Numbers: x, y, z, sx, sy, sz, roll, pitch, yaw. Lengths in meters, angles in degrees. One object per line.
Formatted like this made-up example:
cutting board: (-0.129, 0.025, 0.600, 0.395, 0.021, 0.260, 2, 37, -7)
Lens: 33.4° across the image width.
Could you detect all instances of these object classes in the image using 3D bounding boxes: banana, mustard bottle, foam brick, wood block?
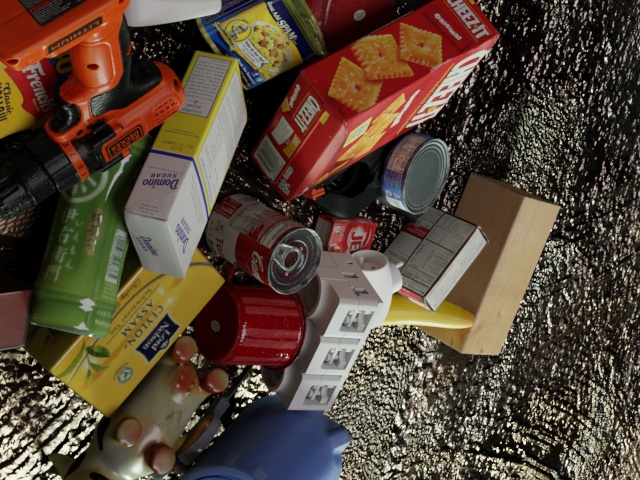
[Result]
banana: (0.087, 0.090, 1.255, 0.197, 0.070, 0.037, -5, 131, -30)
mustard bottle: (-0.230, -0.127, 0.819, 0.191, 0.058, 0.096, -30, 141, -33)
foam brick: (-0.276, 0.051, 0.860, 0.052, 0.078, 0.051, -6, 114, -45)
wood block: (0.207, 0.031, 1.338, 0.090, 0.091, 0.206, 9, 104, -48)

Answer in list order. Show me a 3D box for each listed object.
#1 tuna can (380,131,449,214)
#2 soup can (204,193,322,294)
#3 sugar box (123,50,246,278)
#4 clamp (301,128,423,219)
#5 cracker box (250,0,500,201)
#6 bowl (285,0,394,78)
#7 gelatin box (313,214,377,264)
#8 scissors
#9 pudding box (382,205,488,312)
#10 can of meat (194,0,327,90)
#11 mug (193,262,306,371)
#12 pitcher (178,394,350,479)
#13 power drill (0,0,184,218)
tuna can: (0.103, -0.074, 1.161, 0.085, 0.034, 0.086, -31, 132, -41)
soup can: (-0.057, 0.001, 1.038, 0.068, 0.102, 0.068, -24, 127, -36)
sugar box: (-0.113, -0.066, 0.916, 0.093, 0.048, 0.176, 85, 23, -57)
clamp: (0.056, -0.070, 1.166, 0.209, 0.036, 0.164, -28, 129, -38)
cracker box: (0.052, -0.139, 1.033, 0.213, 0.072, 0.164, -32, 171, -30)
bowl: (0.021, -0.225, 1.027, 0.161, 0.055, 0.162, -24, 128, -35)
gelatin box: (0.020, 0.016, 1.182, 0.073, 0.030, 0.089, 1, 111, -47)
scissors: (-0.119, 0.184, 1.089, 0.096, 0.016, 0.201, -40, -174, 16)
pudding box: (0.127, 0.018, 1.248, 0.113, 0.090, 0.039, -52, 138, -11)
can of meat: (-0.053, -0.189, 0.943, 0.084, 0.057, 0.102, -24, 138, 13)
mug: (-0.074, 0.074, 1.082, 0.081, 0.093, 0.117, 7, 80, -43)
pitcher: (-0.075, 0.249, 1.073, 0.149, 0.145, 0.242, -66, 170, 9)
power drill: (-0.188, -0.108, 0.770, 0.184, 0.057, 0.188, -39, 160, -17)
